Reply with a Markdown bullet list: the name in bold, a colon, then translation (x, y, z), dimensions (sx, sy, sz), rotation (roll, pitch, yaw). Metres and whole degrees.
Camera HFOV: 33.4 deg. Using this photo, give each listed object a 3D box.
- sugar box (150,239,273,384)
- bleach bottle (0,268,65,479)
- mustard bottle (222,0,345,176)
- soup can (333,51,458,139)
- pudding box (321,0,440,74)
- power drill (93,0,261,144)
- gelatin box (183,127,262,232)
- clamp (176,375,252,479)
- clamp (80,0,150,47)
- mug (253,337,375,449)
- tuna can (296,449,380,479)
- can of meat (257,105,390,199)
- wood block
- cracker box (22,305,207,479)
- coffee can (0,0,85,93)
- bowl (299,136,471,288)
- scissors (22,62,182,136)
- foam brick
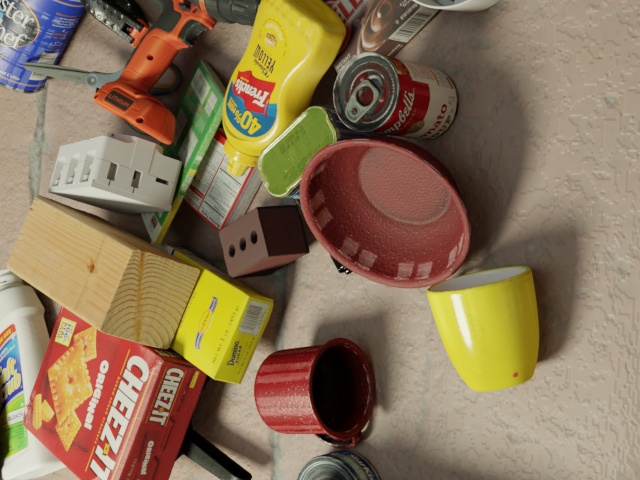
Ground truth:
- **sugar box**: translation (-0.131, 0.070, 1.107), dimensions (0.176, 0.048, 0.093), rotation (26, 94, 41)
- **bleach bottle**: translation (-0.365, 0.159, 1.302), dimensions (0.103, 0.067, 0.251), rotation (-27, 71, 38)
- **mustard bottle**: translation (-0.048, -0.143, 1.025), dimensions (0.096, 0.058, 0.192), rotation (48, 125, 33)
- **soup can**: translation (0.068, -0.125, 0.941), dimensions (0.069, 0.102, 0.068), rotation (0, 89, 38)
- **pudding box**: translation (0.047, -0.215, 0.998), dimensions (0.114, 0.039, 0.090), rotation (-40, 67, 31)
- **power drill**: translation (-0.142, -0.196, 1.101), dimensions (0.185, 0.057, 0.187), rotation (28, 87, 44)
- **gelatin box**: translation (-0.101, -0.063, 1.118), dimensions (0.073, 0.030, 0.089), rotation (39, 112, 30)
- **clamp**: translation (-0.153, 0.204, 1.148), dimensions (0.210, 0.036, 0.164), rotation (-29, 64, 35)
- **clamp**: translation (-0.258, -0.283, 1.189), dimensions (0.172, 0.120, 0.039), rotation (47, 118, 24)
- **mug**: translation (-0.003, 0.151, 1.013), dimensions (0.082, 0.093, 0.117), rotation (-10, 120, 42)
- **tuna can**: translation (0.016, 0.246, 1.022), dimensions (0.086, 0.033, 0.086), rotation (0, 90, 38)
- **can of meat**: translation (0.002, -0.080, 1.003), dimensions (0.102, 0.083, 0.057), rotation (-40, 66, 31)
- **wood block**: translation (-0.233, 0.030, 1.121), dimensions (0.206, 0.090, 0.091), rotation (24, 91, 45)
- **cracker box**: translation (-0.229, 0.169, 1.154), dimensions (0.214, 0.072, 0.164), rotation (23, 95, 47)
- **coffee can**: translation (-0.344, -0.260, 1.260), dimensions (0.103, 0.102, 0.140), rotation (49, 118, 27)
- **bowl**: translation (0.065, -0.035, 0.946), dimensions (0.162, 0.055, 0.162), rotation (17, 134, 18)
- **scissors**: translation (-0.246, -0.162, 1.205), dimensions (0.202, 0.016, 0.096), rotation (-2, 98, 21)
- **foam brick**: translation (-0.057, 0.001, 1.058), dimensions (0.078, 0.051, 0.053), rotation (-30, 71, 50)
